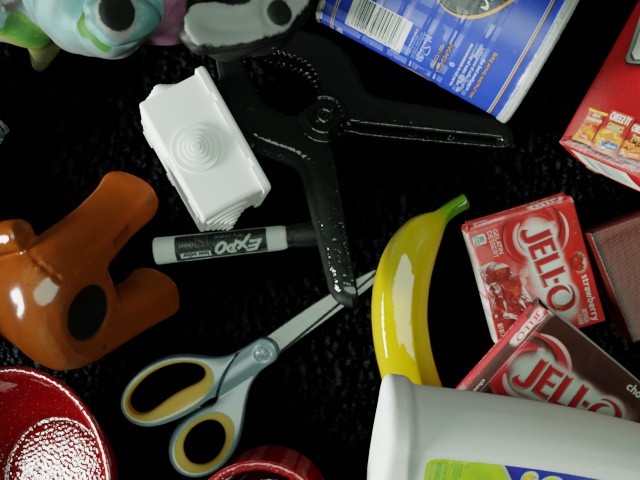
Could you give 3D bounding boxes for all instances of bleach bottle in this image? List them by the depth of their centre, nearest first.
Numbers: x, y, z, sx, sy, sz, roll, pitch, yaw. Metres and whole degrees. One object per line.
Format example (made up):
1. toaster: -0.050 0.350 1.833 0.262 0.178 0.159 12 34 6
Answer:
1. bleach bottle: 0.158 0.142 0.650 0.250 0.068 0.103 5 124 -2

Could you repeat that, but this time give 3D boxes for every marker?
1. marker: -0.055 0.001 0.737 0.121 0.020 0.020 -6 91 4

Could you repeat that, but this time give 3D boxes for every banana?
1. banana: 0.070 0.068 0.721 0.069 0.037 0.198 -1 91 4

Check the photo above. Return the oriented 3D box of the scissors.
1. scissors: -0.039 0.098 0.740 0.202 0.016 0.096 -20 91 4

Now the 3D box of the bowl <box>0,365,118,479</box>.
1. bowl: -0.193 0.165 0.718 0.162 0.055 0.162 -3 83 23

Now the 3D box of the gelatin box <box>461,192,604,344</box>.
1. gelatin box: 0.141 0.021 0.709 0.073 0.030 0.089 -17 103 1

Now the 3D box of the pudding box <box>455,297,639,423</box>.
1. pudding box: 0.156 0.106 0.697 0.113 0.039 0.090 37 101 -16

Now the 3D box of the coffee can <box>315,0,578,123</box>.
1. coffee can: 0.082 -0.153 0.682 0.140 0.103 0.103 29 93 3

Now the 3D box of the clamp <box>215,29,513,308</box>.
1. clamp: 0.013 -0.081 0.714 0.164 0.036 0.210 -39 79 -11

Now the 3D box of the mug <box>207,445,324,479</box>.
1. mug: -0.024 0.184 0.707 0.117 0.081 0.093 5 91 4
